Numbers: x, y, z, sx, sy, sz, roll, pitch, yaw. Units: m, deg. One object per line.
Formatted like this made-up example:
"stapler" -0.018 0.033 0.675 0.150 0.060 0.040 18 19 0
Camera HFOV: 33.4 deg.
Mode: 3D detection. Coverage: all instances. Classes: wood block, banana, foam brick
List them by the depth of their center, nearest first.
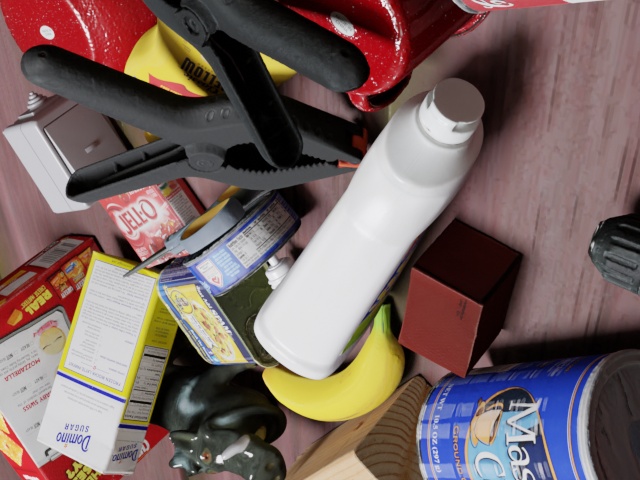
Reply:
"foam brick" 0.088 0.038 0.682 0.053 0.051 0.078 29 142 20
"banana" 0.013 0.108 0.839 0.198 0.037 0.069 -35 60 52
"wood block" 0.036 0.198 0.858 0.090 0.090 0.206 45 145 1

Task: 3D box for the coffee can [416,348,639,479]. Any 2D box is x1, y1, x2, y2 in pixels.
"coffee can" 0.144 0.125 0.667 0.141 0.102 0.103 -16 113 51

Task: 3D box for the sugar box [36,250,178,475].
"sugar box" -0.180 0.105 0.931 0.093 0.176 0.048 16 180 37

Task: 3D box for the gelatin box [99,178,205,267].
"gelatin box" -0.133 -0.020 0.867 0.089 0.030 0.073 -15 113 51

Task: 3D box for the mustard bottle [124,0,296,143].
"mustard bottle" -0.077 -0.107 0.697 0.096 0.058 0.192 27 148 -12

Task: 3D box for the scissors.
"scissors" -0.090 -0.013 0.796 0.016 0.096 0.202 49 158 -11

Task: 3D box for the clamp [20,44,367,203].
"clamp" -0.077 -0.060 0.678 0.210 0.036 0.165 6 156 -8

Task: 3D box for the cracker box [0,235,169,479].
"cracker box" -0.240 0.127 1.004 0.072 0.164 0.213 4 127 47

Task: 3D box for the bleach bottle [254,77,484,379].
"bleach bottle" 0.032 -0.007 0.641 0.068 0.102 0.251 36 148 4

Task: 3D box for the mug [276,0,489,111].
"mug" 0.031 -0.119 0.558 0.093 0.081 0.117 27 141 24

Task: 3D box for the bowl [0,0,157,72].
"bowl" -0.173 -0.160 0.749 0.162 0.055 0.162 27 141 24

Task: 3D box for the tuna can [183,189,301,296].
"tuna can" -0.055 0.001 0.761 0.033 0.086 0.086 50 145 -9

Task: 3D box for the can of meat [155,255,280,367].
"can of meat" -0.075 0.053 0.858 0.084 0.057 0.102 -11 116 52

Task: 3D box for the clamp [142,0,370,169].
"clamp" -0.046 -0.117 0.539 0.171 0.039 0.120 49 148 -9
